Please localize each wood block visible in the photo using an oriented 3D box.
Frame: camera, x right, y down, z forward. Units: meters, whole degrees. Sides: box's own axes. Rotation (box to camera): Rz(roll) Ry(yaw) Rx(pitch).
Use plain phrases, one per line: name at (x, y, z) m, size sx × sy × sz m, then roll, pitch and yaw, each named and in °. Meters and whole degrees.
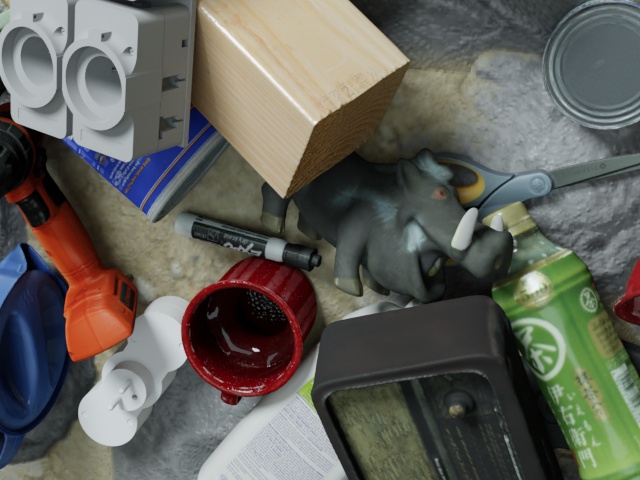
wood block at (-0.052, -0.141, 0.700) m, size 0.206 × 0.090 × 0.091 m, roll 46°, pitch 151°, yaw 13°

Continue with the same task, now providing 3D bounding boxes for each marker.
marker at (-0.055, 0.001, 0.820) m, size 0.121 × 0.020 × 0.020 m, roll 15°, pitch 111°, yaw 19°

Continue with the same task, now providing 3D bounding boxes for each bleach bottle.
bleach bottle at (0.013, 0.135, 0.821) m, size 0.102 × 0.068 × 0.251 m, roll 43°, pitch 118°, yaw -1°

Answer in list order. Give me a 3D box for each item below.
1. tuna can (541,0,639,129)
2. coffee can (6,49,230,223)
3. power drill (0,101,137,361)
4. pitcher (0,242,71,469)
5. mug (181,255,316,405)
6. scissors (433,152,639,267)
tuna can at (0.194, -0.120, 0.723) m, size 0.086 × 0.033 × 0.086 m, roll 4°, pitch 109°, yaw 12°
coffee can at (-0.139, -0.096, 0.773) m, size 0.140 × 0.102 × 0.103 m, roll 41°, pitch 112°, yaw -2°
power drill at (-0.201, -0.008, 0.786) m, size 0.057 × 0.184 × 0.187 m, roll -24°, pitch 109°, yaw 1°
pitcher at (-0.336, 0.086, 0.867) m, size 0.243 × 0.149 × 0.145 m, roll 6°, pitch 135°, yaw 15°
mug at (-0.052, 0.071, 0.820) m, size 0.093 × 0.081 × 0.117 m, roll 16°, pitch 111°, yaw 8°
scissors at (0.150, -0.023, 0.776) m, size 0.202 × 0.016 × 0.096 m, roll 3°, pitch 110°, yaw 12°
